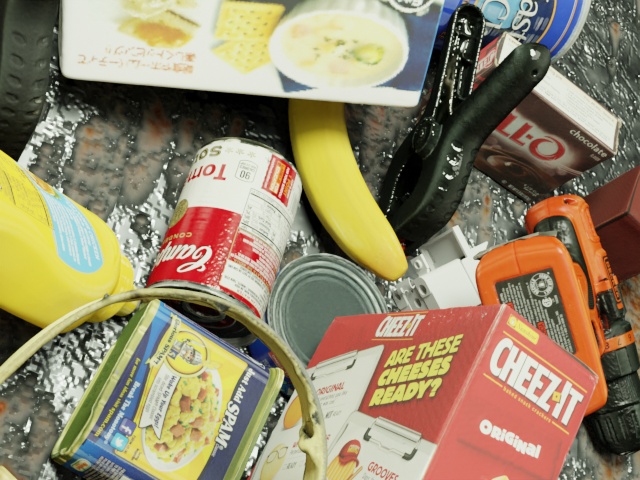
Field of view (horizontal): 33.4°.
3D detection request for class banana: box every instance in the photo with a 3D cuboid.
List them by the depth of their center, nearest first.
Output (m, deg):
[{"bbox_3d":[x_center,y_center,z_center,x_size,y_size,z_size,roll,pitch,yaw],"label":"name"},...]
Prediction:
[{"bbox_3d":[0.014,-0.066,0.684,0.037,0.070,0.198,49,36,-66],"label":"banana"}]

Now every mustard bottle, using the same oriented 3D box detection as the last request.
[{"bbox_3d":[-0.152,-0.004,0.518,0.096,0.058,0.191,52,7,37],"label":"mustard bottle"}]

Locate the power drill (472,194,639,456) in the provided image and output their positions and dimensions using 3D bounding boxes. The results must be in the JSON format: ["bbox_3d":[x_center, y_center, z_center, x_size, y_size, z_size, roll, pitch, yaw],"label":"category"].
[{"bbox_3d":[0.160,0.062,0.676,0.187,0.057,0.184,-6,77,-69],"label":"power drill"}]

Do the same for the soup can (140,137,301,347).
[{"bbox_3d":[-0.054,0.001,0.608,0.068,0.069,0.102,28,57,-19],"label":"soup can"}]

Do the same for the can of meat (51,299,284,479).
[{"bbox_3d":[-0.080,0.092,0.560,0.084,0.058,0.102,34,56,-14],"label":"can of meat"}]

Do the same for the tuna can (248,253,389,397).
[{"bbox_3d":[-0.001,0.053,0.639,0.086,0.034,0.086,13,64,-27],"label":"tuna can"}]

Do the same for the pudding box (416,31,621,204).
[{"bbox_3d":[0.138,-0.083,0.749,0.113,0.090,0.039,31,56,-18],"label":"pudding box"}]

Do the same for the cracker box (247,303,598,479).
[{"bbox_3d":[0.020,0.140,0.505,0.072,0.164,0.213,36,70,-19],"label":"cracker box"}]

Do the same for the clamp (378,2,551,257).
[{"bbox_3d":[0.084,-0.064,0.671,0.039,0.120,0.171,18,100,-16],"label":"clamp"}]

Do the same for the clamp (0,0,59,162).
[{"bbox_3d":[-0.147,-0.119,0.528,0.036,0.165,0.210,5,112,-29],"label":"clamp"}]

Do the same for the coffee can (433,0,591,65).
[{"bbox_3d":[0.108,-0.184,0.765,0.140,0.103,0.103,6,67,-30],"label":"coffee can"}]
